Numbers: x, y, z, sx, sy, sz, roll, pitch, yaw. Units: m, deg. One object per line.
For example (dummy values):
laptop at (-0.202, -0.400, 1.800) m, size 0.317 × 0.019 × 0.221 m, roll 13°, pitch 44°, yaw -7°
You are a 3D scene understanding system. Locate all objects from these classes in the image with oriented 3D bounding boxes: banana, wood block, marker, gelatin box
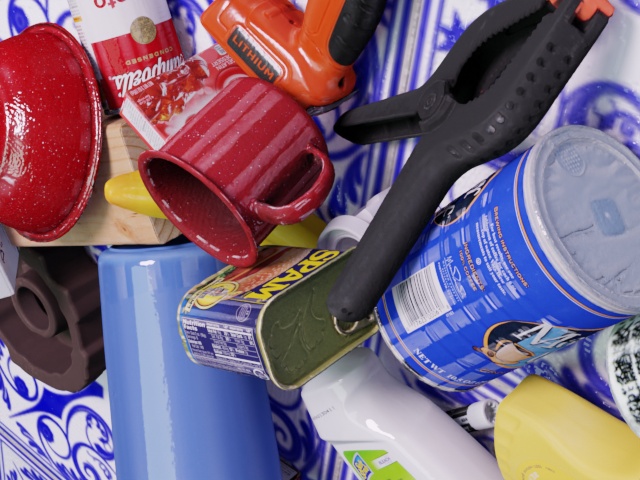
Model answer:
banana at (-0.047, -0.008, 0.727) m, size 0.197 × 0.069 × 0.037 m, roll 28°, pitch 130°, yaw -5°
wood block at (-0.167, -0.053, 0.828) m, size 0.207 × 0.090 × 0.090 m, roll -1°, pitch 112°, yaw 45°
marker at (0.079, 0.132, 0.748) m, size 0.121 × 0.020 × 0.020 m, roll -29°, pitch 92°, yaw 49°
gelatin box at (-0.077, -0.086, 0.719) m, size 0.073 × 0.089 × 0.030 m, roll 49°, pitch 148°, yaw 11°

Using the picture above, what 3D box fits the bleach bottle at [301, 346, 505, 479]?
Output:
bleach bottle at (0.074, 0.155, 0.706) m, size 0.251 × 0.068 × 0.103 m, roll 49°, pitch 141°, yaw 1°

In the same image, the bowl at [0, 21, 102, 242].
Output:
bowl at (-0.223, -0.078, 0.764) m, size 0.162 × 0.055 × 0.162 m, roll 3°, pitch 94°, yaw 45°

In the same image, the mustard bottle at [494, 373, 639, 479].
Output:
mustard bottle at (0.187, 0.150, 0.595) m, size 0.192 × 0.058 × 0.096 m, roll 26°, pitch 145°, yaw 44°

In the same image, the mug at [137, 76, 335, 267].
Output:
mug at (-0.041, -0.042, 0.637) m, size 0.117 × 0.081 × 0.093 m, roll 18°, pitch 147°, yaw 43°

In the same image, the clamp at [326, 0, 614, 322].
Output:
clamp at (0.069, -0.056, 0.574) m, size 0.036 × 0.164 × 0.210 m, roll 28°, pitch 138°, yaw -25°

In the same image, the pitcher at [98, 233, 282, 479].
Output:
pitcher at (-0.105, 0.118, 0.825) m, size 0.149 × 0.144 × 0.243 m, roll -3°, pitch 98°, yaw 25°

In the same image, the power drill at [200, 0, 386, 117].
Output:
power drill at (-0.004, -0.177, 0.616) m, size 0.184 × 0.057 × 0.188 m, roll 48°, pitch 138°, yaw 12°

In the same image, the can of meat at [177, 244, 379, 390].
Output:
can of meat at (-0.024, 0.042, 0.646) m, size 0.084 × 0.101 × 0.057 m, roll 4°, pitch 117°, yaw 46°

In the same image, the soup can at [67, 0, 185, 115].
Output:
soup can at (-0.137, -0.148, 0.758) m, size 0.069 × 0.068 × 0.102 m, roll 1°, pitch 113°, yaw 45°

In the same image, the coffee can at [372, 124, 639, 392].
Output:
coffee can at (0.108, 0.014, 0.584) m, size 0.103 × 0.102 × 0.141 m, roll 56°, pitch 139°, yaw 3°
